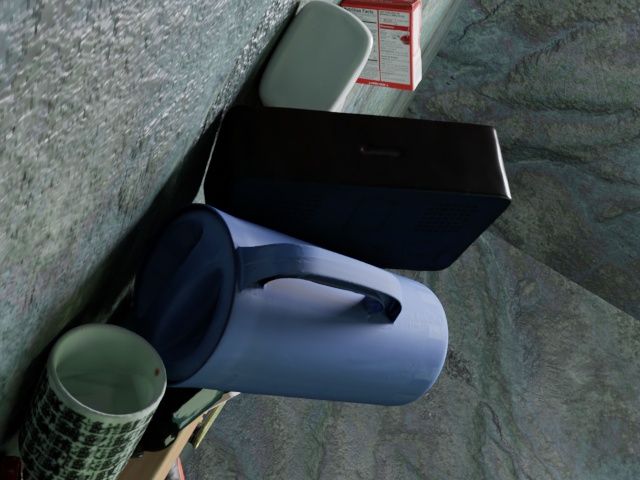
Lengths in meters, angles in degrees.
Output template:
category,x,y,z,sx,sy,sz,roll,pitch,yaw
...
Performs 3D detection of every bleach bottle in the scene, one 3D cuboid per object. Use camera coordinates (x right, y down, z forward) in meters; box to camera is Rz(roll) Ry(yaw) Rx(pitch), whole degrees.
category,x,y,z,sx,sy,sz,roll,pitch,yaw
bleach bottle,-0.005,-0.136,0.960,0.102,0.068,0.251,-58,179,0

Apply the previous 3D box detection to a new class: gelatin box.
category,x,y,z,sx,sy,sz,roll,pitch,yaw
gelatin box,0.061,-0.196,1.049,0.030,0.073,0.089,-55,149,-47

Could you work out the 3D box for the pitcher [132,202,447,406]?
category,x,y,z,sx,sy,sz,roll,pitch,yaw
pitcher,-0.010,0.059,0.822,0.149,0.242,0.145,39,-72,49
